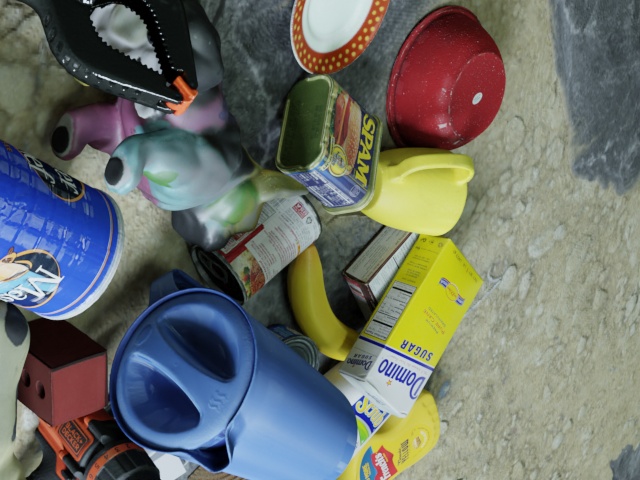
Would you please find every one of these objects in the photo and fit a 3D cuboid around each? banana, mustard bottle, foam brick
[{"bbox_3d":[0.008,0.074,1.086,0.069,0.037,0.197,-47,135,-6],"label":"banana"},{"bbox_3d":[0.055,0.248,1.220,0.191,0.058,0.096,-31,133,-33],"label":"mustard bottle"},{"bbox_3d":[-0.208,0.100,0.834,0.051,0.078,0.053,-17,120,-41],"label":"foam brick"}]

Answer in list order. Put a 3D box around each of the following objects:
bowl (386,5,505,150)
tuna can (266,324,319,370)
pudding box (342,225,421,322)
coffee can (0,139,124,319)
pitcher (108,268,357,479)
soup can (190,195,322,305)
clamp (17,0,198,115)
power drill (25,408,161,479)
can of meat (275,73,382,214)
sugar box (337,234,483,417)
[{"bbox_3d":[0.141,-0.155,1.095,0.161,0.055,0.162,-25,128,-37],"label":"bowl"},{"bbox_3d":[-0.043,0.128,1.065,0.085,0.034,0.086,-25,127,-38],"label":"tuna can"},{"bbox_3d":[0.083,0.029,1.147,0.113,0.039,0.090,-48,137,-21],"label":"pudding box"},{"bbox_3d":[-0.220,-0.013,0.738,0.140,0.103,0.103,31,86,-51],"label":"coffee can"},{"bbox_3d":[-0.063,0.133,0.921,0.242,0.145,0.149,43,64,-56],"label":"pitcher"},{"bbox_3d":[-0.056,0.001,0.954,0.102,0.069,0.068,-42,136,-26],"label":"soup can"},{"bbox_3d":[-0.163,-0.162,0.691,0.164,0.036,0.210,-35,91,-23],"label":"clamp"},{"bbox_3d":[-0.204,0.228,0.840,0.187,0.185,0.057,-52,140,2],"label":"power drill"},{"bbox_3d":[0.008,-0.088,0.965,0.083,0.058,0.102,36,55,-47],"label":"can of meat"},{"bbox_3d":[0.097,0.088,1.112,0.093,0.048,0.176,45,68,-43],"label":"sugar box"}]
